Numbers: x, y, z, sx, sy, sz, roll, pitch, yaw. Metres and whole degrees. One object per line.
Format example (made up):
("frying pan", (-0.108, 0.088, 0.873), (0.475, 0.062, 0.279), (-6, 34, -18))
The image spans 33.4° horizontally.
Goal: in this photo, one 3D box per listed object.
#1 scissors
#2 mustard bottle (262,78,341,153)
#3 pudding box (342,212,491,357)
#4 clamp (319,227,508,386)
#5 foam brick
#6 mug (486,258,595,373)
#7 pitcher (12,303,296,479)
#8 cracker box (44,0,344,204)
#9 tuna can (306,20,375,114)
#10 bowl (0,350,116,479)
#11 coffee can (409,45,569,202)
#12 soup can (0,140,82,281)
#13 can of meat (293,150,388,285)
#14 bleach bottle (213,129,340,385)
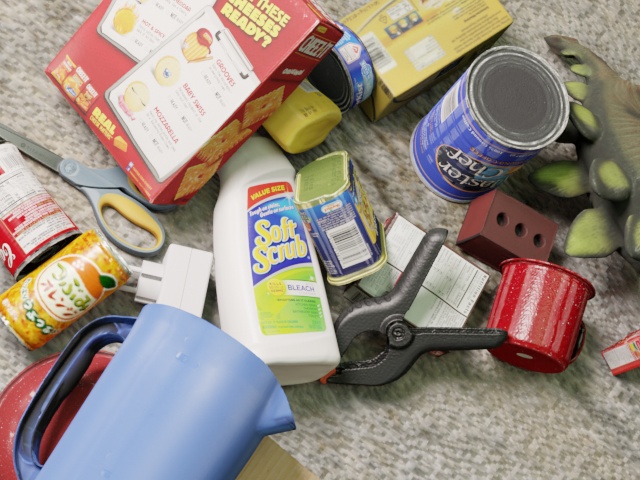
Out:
("scissors", (-0.206, -0.070, 0.962), (0.202, 0.016, 0.096), (45, 64, 1))
("mustard bottle", (-0.069, -0.165, 0.994), (0.192, 0.058, 0.096), (46, 23, 10))
("pudding box", (0.091, 0.042, 1.002), (0.113, 0.039, 0.090), (34, 67, -5))
("clamp", (0.069, 0.067, 0.949), (0.171, 0.039, 0.120), (-22, 91, 0))
("foam brick", (0.180, -0.005, 1.030), (0.078, 0.051, 0.053), (28, 69, -15))
("mug", (0.209, 0.078, 1.004), (0.117, 0.093, 0.081), (34, 68, -36))
("pitcher", (-0.146, 0.171, 0.767), (0.145, 0.149, 0.242), (44, 64, -22))
("cracker box", (-0.111, -0.161, 0.919), (0.214, 0.072, 0.164), (-45, 75, 16))
("tuna can", (0.013, -0.166, 1.021), (0.033, 0.086, 0.086), (-34, 84, -25))
("bowl", (-0.193, 0.162, 0.856), (0.162, 0.055, 0.162), (2, 74, -7))
("coffee can", (0.157, -0.107, 1.014), (0.102, 0.140, 0.103), (5, 71, -15))
("soup can", (-0.258, -0.025, 0.903), (0.068, 0.069, 0.102), (-36, 84, -24))
("can of meat", (0.017, -0.022, 0.951), (0.057, 0.102, 0.084), (-21, 113, 10))
("bleach bottle", (-0.056, 0.001, 0.947), (0.102, 0.068, 0.251), (1, 63, -31))
